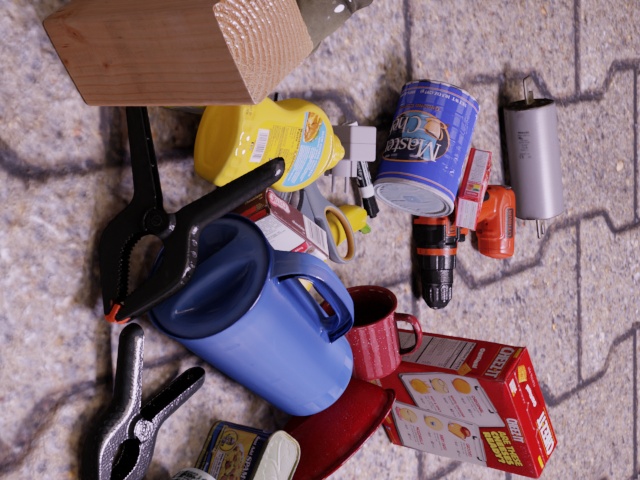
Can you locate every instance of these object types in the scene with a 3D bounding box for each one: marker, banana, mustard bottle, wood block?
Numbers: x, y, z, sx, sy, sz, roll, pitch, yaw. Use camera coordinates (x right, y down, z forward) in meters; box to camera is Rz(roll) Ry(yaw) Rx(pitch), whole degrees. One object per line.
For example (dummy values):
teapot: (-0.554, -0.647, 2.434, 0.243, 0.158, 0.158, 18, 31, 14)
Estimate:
marker: (0.049, -0.083, 1.277, 0.020, 0.020, 0.121, -34, 116, -45)
banana: (0.005, 0.012, 1.225, 0.197, 0.037, 0.069, -44, 126, -40)
mustard bottle: (-0.039, -0.098, 1.078, 0.191, 0.058, 0.096, 3, 108, -51)
wood block: (-0.122, -0.173, 0.905, 0.090, 0.206, 0.090, -50, 130, -36)

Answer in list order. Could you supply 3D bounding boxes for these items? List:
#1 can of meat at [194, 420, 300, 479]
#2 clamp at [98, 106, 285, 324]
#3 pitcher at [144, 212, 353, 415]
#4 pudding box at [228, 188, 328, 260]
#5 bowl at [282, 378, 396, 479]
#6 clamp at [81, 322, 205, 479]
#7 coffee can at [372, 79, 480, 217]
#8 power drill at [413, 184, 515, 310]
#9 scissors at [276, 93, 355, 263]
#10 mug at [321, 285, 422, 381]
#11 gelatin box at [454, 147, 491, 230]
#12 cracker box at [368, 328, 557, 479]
can of meat: (-0.082, 0.241, 1.102, 0.057, 0.084, 0.102, 46, 59, -44)
clamp: (-0.151, -0.025, 0.980, 0.210, 0.165, 0.036, -58, 166, -1)
pitcher: (-0.050, 0.084, 1.068, 0.145, 0.149, 0.242, -50, 141, -7)
pudding box: (-0.057, 0.001, 1.100, 0.113, 0.090, 0.039, 38, 32, -46)
bowl: (0.008, 0.204, 1.186, 0.055, 0.162, 0.161, 47, 51, -4)
clamp: (-0.172, 0.174, 1.018, 0.120, 0.039, 0.171, 30, 77, -44)
coffee can: (0.131, -0.113, 1.317, 0.102, 0.103, 0.140, 35, 67, -48)
power drill: (0.196, -0.005, 1.448, 0.187, 0.057, 0.184, -6, 99, -51)
scissors: (-0.027, -0.053, 1.169, 0.096, 0.016, 0.201, -40, 107, -33)
mug: (0.062, 0.110, 1.250, 0.093, 0.117, 0.081, -66, 148, -57)
gelatin box: (0.194, -0.063, 1.350, 0.089, 0.030, 0.073, 79, 26, -65)
cracker box: (0.165, 0.193, 1.304, 0.072, 0.214, 0.164, -50, 130, -36)
